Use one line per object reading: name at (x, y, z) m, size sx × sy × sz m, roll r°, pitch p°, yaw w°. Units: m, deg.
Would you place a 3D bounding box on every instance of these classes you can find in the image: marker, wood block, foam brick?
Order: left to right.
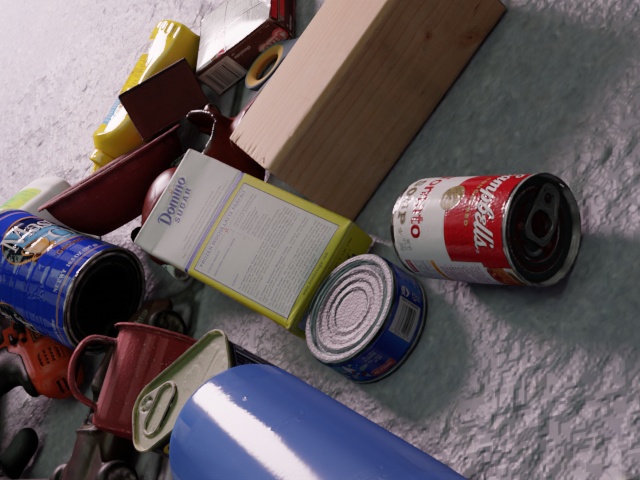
marker at (-0.153, 0.010, 1.013) m, size 0.020 × 0.020 × 0.121 m, roll -58°, pitch 34°, yaw -1°
foam brick at (-0.159, -0.142, 1.079) m, size 0.078 × 0.051 × 0.053 m, roll -31°, pitch 10°, yaw -6°
wood block at (0.034, -0.129, 0.830) m, size 0.206 × 0.090 × 0.091 m, roll -54°, pitch 33°, yaw 5°

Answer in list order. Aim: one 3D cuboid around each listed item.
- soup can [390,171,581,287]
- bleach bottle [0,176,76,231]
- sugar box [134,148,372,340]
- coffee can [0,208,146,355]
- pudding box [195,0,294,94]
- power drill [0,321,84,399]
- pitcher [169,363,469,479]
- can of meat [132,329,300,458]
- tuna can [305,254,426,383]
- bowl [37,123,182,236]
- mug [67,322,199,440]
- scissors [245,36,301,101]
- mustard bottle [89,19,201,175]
soup can at (0.101, -0.007, 0.668) m, size 0.102 × 0.068 × 0.068 m, roll 2°, pitch 65°, yaw 53°
bleach bottle at (-0.361, 0.029, 1.098) m, size 0.250 × 0.068 × 0.103 m, roll -41°, pitch 24°, yaw -29°
sugar box at (-0.055, 0.001, 0.829) m, size 0.176 × 0.048 × 0.093 m, roll 26°, pitch 83°, yaw 37°
coffee can at (-0.249, 0.037, 0.994) m, size 0.140 × 0.102 × 0.103 m, roll 18°, pitch 76°, yaw 30°
pudding box at (-0.076, -0.214, 1.080) m, size 0.114 × 0.039 × 0.090 m, roll -29°, pitch 42°, yaw 32°
power drill at (-0.337, 0.118, 1.048) m, size 0.187 × 0.057 × 0.185 m, roll -27°, pitch 38°, yaw -11°
pitcher at (-0.006, 0.161, 0.608) m, size 0.243 × 0.149 × 0.145 m, roll 24°, pitch 94°, yaw 59°
can of meat at (-0.070, 0.122, 0.762) m, size 0.102 × 0.083 × 0.057 m, roll -41°, pitch 37°, yaw 22°
tuna can at (0.030, 0.053, 0.738) m, size 0.086 × 0.033 × 0.086 m, roll -31°, pitch 42°, yaw 33°
bowl at (-0.192, -0.051, 1.043) m, size 0.162 × 0.055 × 0.162 m, roll -30°, pitch 11°, yaw 6°
mug at (-0.139, 0.113, 0.833) m, size 0.093 × 0.117 × 0.081 m, roll 150°, pitch 138°, yaw -68°
scissors at (-0.008, -0.198, 1.002) m, size 0.202 × 0.016 × 0.096 m, roll -52°, pitch 34°, yaw 7°
mustard bottle at (-0.194, -0.143, 1.150) m, size 0.191 × 0.058 × 0.096 m, roll -60°, pitch 27°, yaw -5°
